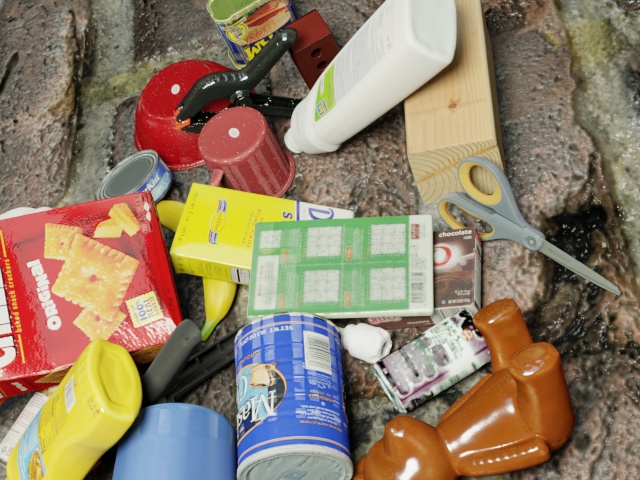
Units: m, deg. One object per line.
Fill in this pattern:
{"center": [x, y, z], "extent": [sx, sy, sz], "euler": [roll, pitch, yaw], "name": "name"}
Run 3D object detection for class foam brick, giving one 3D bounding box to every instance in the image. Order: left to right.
{"center": [-0.006, -0.217, 1.239], "extent": [0.053, 0.078, 0.051], "euler": [-30, 52, 2], "name": "foam brick"}

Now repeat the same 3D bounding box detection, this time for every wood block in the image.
{"center": [0.139, -0.152, 1.130], "extent": [0.091, 0.090, 0.206], "euler": [-9, 54, 14], "name": "wood block"}

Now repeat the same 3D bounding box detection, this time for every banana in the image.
{"center": [-0.132, 0.015, 1.152], "extent": [0.069, 0.037, 0.198], "euler": [-26, 52, 1], "name": "banana"}

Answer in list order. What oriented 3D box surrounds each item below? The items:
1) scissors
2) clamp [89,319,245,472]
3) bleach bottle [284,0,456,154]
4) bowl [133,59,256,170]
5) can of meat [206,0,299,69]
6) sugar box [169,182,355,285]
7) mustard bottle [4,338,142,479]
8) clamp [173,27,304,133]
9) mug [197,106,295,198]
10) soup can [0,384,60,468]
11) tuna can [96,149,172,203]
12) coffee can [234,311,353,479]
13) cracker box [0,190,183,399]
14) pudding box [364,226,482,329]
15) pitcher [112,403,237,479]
{"center": [0.200, -0.020, 1.023], "extent": [0.202, 0.096, 0.016], "euler": [20, 34, 34], "name": "scissors"}
{"center": [-0.160, 0.144, 1.016], "extent": [0.210, 0.164, 0.036], "euler": [-40, 73, 2], "name": "clamp"}
{"center": [0.039, -0.167, 1.120], "extent": [0.251, 0.068, 0.102], "euler": [-35, 43, 48], "name": "bleach bottle"}
{"center": [-0.160, -0.163, 1.276], "extent": [0.162, 0.055, 0.162], "euler": [-11, 53, 15], "name": "bowl"}
{"center": [-0.078, -0.271, 1.299], "extent": [0.102, 0.084, 0.057], "euler": [-30, 51, -1], "name": "can of meat"}
{"center": [-0.057, 0.001, 1.098], "extent": [0.176, 0.048, 0.093], "euler": [8, 59, 9], "name": "sugar box"}
{"center": [-0.235, 0.184, 0.969], "extent": [0.192, 0.058, 0.096], "euler": [-49, 37, 24], "name": "mustard bottle"}
{"center": [-0.085, -0.171, 1.193], "extent": [0.171, 0.120, 0.039], "euler": [-15, 35, -4], "name": "clamp"}
{"center": [-0.090, -0.084, 1.176], "extent": [0.093, 0.081, 0.117], "euler": [16, 64, 29], "name": "mug"}
{"center": [-0.270, 0.191, 1.065], "extent": [0.069, 0.068, 0.102], "euler": [19, 66, 31], "name": "soup can"}
{"center": [-0.212, -0.063, 1.223], "extent": [0.086, 0.033, 0.086], "euler": [-25, 34, 18], "name": "tuna can"}
{"center": [-0.026, 0.151, 0.975], "extent": [0.103, 0.102, 0.140], "euler": [-13, 53, 12], "name": "coffee can"}
{"center": [-0.251, 0.053, 1.044], "extent": [0.213, 0.072, 0.164], "euler": [-12, 70, -10], "name": "cracker box"}
{"center": [0.101, 0.038, 1.044], "extent": [0.114, 0.039, 0.090], "euler": [-6, 55, 18], "name": "pudding box"}
{"center": [-0.141, 0.267, 0.921], "extent": [0.145, 0.149, 0.243], "euler": [-27, 45, 29], "name": "pitcher"}
